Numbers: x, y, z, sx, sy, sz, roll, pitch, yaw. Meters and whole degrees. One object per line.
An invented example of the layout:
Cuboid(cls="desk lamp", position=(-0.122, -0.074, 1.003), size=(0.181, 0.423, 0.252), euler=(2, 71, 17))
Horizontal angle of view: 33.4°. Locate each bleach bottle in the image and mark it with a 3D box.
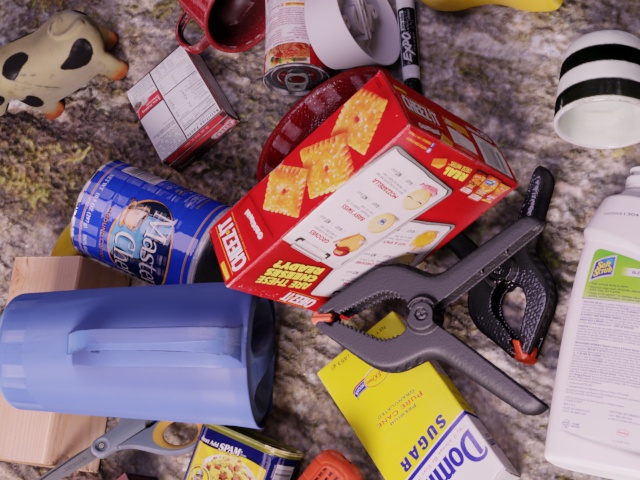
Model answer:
Cuboid(cls="bleach bottle", position=(0.249, 0.063, 0.852), size=(0.103, 0.068, 0.251), euler=(7, 75, 27))

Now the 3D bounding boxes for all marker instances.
Cuboid(cls="marker", position=(0.087, -0.185, 1.044), size=(0.020, 0.020, 0.121), euler=(-12, 68, 25))

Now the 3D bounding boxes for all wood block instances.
Cuboid(cls="wood block", position=(-0.271, 0.127, 1.096), size=(0.091, 0.090, 0.206), euler=(-2, 73, 28))

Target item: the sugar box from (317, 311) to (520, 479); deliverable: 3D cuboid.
Cuboid(cls="sugar box", position=(0.081, 0.158, 0.920), size=(0.093, 0.048, 0.176), euler=(-41, 58, 9))

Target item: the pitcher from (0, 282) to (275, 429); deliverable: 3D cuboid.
Cuboid(cls="pitcher", position=(-0.165, 0.099, 0.959), size=(0.243, 0.149, 0.145), euler=(-1, 34, 8))

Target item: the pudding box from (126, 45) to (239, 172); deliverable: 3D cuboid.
Cuboid(cls="pudding box", position=(-0.150, -0.143, 1.149), size=(0.090, 0.039, 0.113), euler=(-38, 62, 12))

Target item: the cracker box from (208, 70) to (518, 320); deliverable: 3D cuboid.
Cuboid(cls="cracker box", position=(0.035, -0.030, 0.913), size=(0.214, 0.163, 0.072), euler=(-40, 53, 26))

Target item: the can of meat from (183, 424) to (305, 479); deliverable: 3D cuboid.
Cuboid(cls="can of meat", position=(-0.075, 0.217, 0.980), size=(0.102, 0.057, 0.084), euler=(16, 84, 32))

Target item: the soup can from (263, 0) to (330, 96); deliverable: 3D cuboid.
Cuboid(cls="soup can", position=(-0.024, -0.207, 1.083), size=(0.069, 0.068, 0.102), euler=(-10, 69, 26))

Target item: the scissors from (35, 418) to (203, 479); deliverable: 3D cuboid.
Cuboid(cls="scissors", position=(-0.190, 0.205, 1.021), size=(0.096, 0.016, 0.201), euler=(37, 66, 19))

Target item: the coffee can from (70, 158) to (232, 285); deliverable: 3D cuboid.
Cuboid(cls="coffee can", position=(-0.159, -0.008, 1.051), size=(0.140, 0.102, 0.103), euler=(23, 85, 16))

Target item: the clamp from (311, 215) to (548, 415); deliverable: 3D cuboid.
Cuboid(cls="clamp", position=(0.095, 0.074, 0.899), size=(0.210, 0.036, 0.164), euler=(-10, 71, 20))

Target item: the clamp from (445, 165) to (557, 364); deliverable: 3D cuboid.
Cuboid(cls="clamp", position=(0.152, 0.026, 0.931), size=(0.120, 0.039, 0.171), euler=(-15, 64, 36))

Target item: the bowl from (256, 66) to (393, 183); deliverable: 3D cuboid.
Cuboid(cls="bowl", position=(0.018, -0.087, 1.008), size=(0.162, 0.055, 0.162), euler=(-29, 35, 23))

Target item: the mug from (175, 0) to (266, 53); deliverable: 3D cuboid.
Cuboid(cls="mug", position=(-0.109, -0.250, 1.133), size=(0.117, 0.093, 0.082), euler=(-49, 54, 9))
